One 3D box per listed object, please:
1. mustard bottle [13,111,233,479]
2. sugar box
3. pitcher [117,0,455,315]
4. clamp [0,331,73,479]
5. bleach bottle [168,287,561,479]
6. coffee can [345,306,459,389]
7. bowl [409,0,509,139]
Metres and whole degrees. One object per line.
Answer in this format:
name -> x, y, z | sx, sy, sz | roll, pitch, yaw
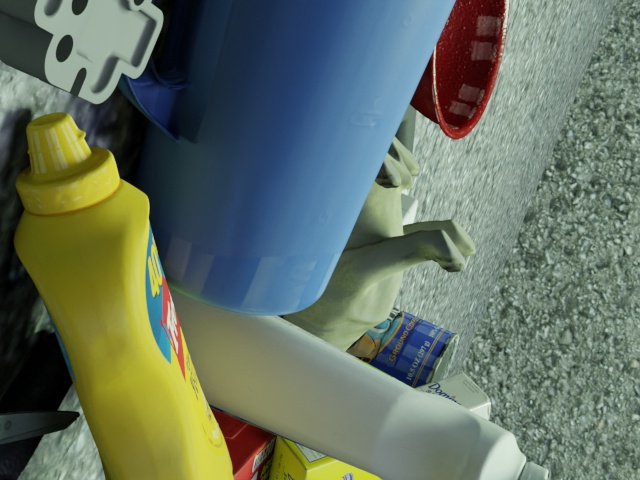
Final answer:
mustard bottle -> -0.089, 0.036, 0.466 | 0.096, 0.058, 0.191 | -112, -173, -64
sugar box -> 0.045, 0.166, 0.805 | 0.175, 0.048, 0.093 | -12, 130, -30
pitcher -> -0.020, -0.090, 0.495 | 0.145, 0.149, 0.243 | -77, -173, -67
clamp -> -0.142, 0.126, 0.469 | 0.171, 0.039, 0.120 | -39, 113, -55
bleach bottle -> 0.004, 0.085, 0.565 | 0.068, 0.251, 0.102 | -65, 165, -6
coffee can -> 0.033, 0.098, 0.908 | 0.102, 0.140, 0.103 | -58, 163, -29
bowl -> 0.090, -0.159, 0.793 | 0.161, 0.055, 0.162 | -37, 133, -54
